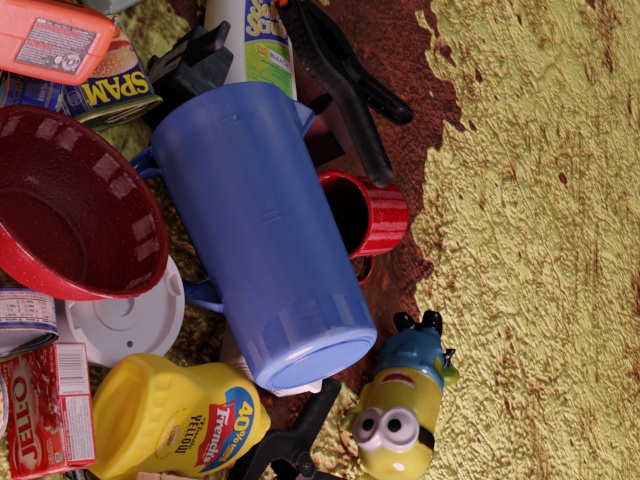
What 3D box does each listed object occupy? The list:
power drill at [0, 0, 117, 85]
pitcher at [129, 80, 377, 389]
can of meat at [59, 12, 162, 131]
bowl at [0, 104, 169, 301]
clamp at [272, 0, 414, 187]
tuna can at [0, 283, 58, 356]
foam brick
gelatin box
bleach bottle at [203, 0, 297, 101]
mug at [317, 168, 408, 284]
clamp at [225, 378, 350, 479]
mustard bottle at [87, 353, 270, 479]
[{"bbox_3d":[-0.238,-0.191,0.733,0.184,0.057,0.188,5,39,-48],"label":"power drill"},{"bbox_3d":[-0.056,0.001,0.899,0.144,0.149,0.243,7,54,-53],"label":"pitcher"},{"bbox_3d":[-0.194,-0.138,0.894,0.101,0.058,0.084,-26,91,-48],"label":"can of meat"},{"bbox_3d":[-0.184,-0.015,0.743,0.162,0.055,0.162,37,30,-26],"label":"bowl"},{"bbox_3d":[0.023,-0.158,1.066,0.210,0.036,0.164,49,28,-23],"label":"clamp"},{"bbox_3d":[-0.229,0.057,0.749,0.085,0.086,0.034,7,67,-47],"label":"tuna can"},{"bbox_3d":[0.011,-0.122,1.122,0.051,0.053,0.078,55,41,-16],"label":"foam brick"},{"bbox_3d":[-0.196,0.123,0.766,0.030,0.073,0.089,6,71,-46],"label":"gelatin box"},{"bbox_3d":[-0.076,-0.223,1.062,0.102,0.068,0.251,19,58,-45],"label":"bleach bottle"},{"bbox_3d":[0.037,-0.013,1.082,0.081,0.093,0.117,-3,90,-54],"label":"mug"},{"bbox_3d":[-0.017,0.210,0.960,0.171,0.039,0.120,-28,91,-44],"label":"clamp"},{"bbox_3d":[-0.101,0.144,0.854,0.191,0.058,0.096,17,99,-57],"label":"mustard bottle"}]
